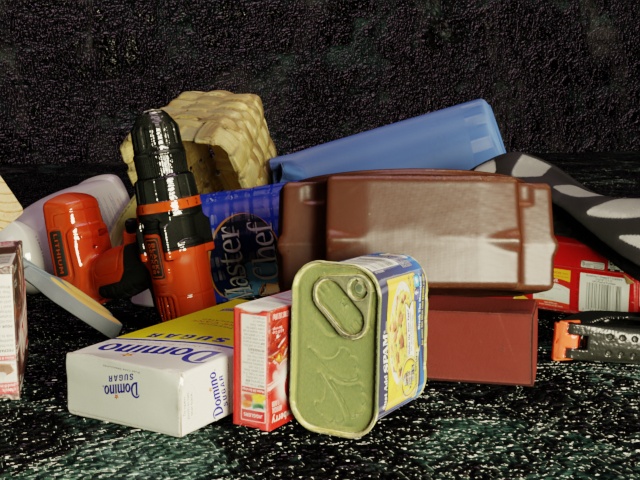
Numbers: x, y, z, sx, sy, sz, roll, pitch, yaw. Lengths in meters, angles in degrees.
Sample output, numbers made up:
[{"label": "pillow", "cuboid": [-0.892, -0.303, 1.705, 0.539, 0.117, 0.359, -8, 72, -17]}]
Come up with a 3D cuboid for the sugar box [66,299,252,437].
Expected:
[{"label": "sugar box", "cuboid": [-0.073, 0.078, 0.705, 0.093, 0.048, 0.175, 5, 9, 31]}]

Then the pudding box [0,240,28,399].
[{"label": "pudding box", "cuboid": [-0.222, 0.052, 0.732, 0.039, 0.090, 0.113, -3, 9, -10]}]

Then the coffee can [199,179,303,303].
[{"label": "coffee can", "cuboid": [-0.056, 0.001, 0.969, 0.140, 0.103, 0.103, -8, 8, 4]}]

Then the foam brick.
[{"label": "foam brick", "cuboid": [0.111, 0.069, 0.747, 0.078, 0.051, 0.053, 2, 9, 15]}]

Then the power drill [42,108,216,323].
[{"label": "power drill", "cuboid": [-0.167, -0.012, 0.915, 0.057, 0.184, 0.188, -13, 6, -41]}]

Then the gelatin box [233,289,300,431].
[{"label": "gelatin box", "cuboid": [-0.019, 0.070, 0.663, 0.030, 0.073, 0.089, 6, 9, 29]}]

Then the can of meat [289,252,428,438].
[{"label": "can of meat", "cuboid": [0.026, 0.059, 0.649, 0.058, 0.102, 0.083, 4, 7, 28]}]

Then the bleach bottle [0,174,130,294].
[{"label": "bleach bottle", "cuboid": [-0.270, -0.006, 1.091, 0.068, 0.102, 0.250, -19, 3, 17]}]

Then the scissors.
[{"label": "scissors", "cuboid": [-0.244, 0.020, 0.873, 0.202, 0.016, 0.096, 34, -5, 5]}]

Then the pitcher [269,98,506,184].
[{"label": "pitcher", "cuboid": [0.079, -0.056, 1.133, 0.243, 0.145, 0.149, -18, 8, 10]}]
